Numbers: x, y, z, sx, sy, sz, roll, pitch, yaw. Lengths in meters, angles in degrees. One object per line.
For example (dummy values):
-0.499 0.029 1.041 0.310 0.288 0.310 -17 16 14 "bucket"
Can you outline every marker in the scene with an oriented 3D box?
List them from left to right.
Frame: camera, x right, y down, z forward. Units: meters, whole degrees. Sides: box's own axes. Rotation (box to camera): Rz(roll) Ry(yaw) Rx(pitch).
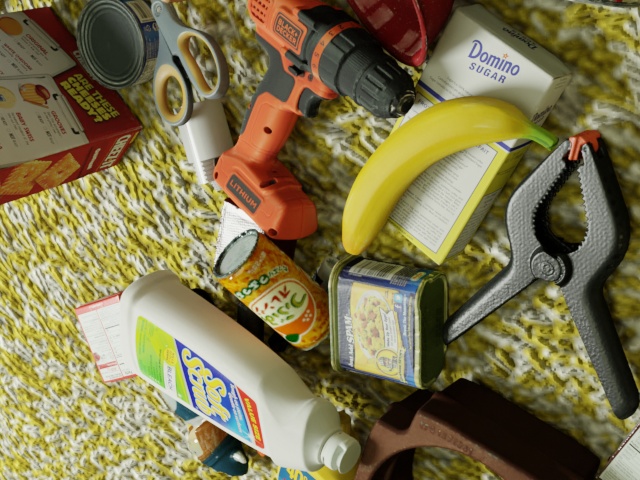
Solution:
-0.016 0.061 0.962 0.020 0.020 0.121 45 127 15 "marker"

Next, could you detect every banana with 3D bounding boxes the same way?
0.075 -0.054 0.781 0.198 0.037 0.069 -29 84 38 "banana"

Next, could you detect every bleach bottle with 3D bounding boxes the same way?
-0.069 0.121 0.926 0.251 0.067 0.103 27 127 33 "bleach bottle"

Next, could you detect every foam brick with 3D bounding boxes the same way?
-0.056 0.001 0.949 0.051 0.052 0.078 26 119 27 "foam brick"

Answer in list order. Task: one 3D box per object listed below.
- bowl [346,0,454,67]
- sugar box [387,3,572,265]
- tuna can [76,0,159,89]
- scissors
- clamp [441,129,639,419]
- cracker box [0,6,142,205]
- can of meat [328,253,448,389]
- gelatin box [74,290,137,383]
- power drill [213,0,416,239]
0.051 -0.207 0.761 0.162 0.055 0.162 57 173 10 "bowl"
0.105 -0.078 0.805 0.093 0.048 0.176 41 123 19 "sugar box"
-0.184 -0.185 0.988 0.086 0.033 0.086 14 114 32 "tuna can"
-0.143 -0.182 0.938 0.202 0.016 0.096 52 123 29 "scissors"
0.184 0.024 0.789 0.165 0.036 0.210 28 121 27 "clamp"
-0.298 -0.120 0.980 0.164 0.213 0.072 52 130 10 "cracker box"
0.057 0.067 0.887 0.084 0.057 0.102 10 113 31 "can of meat"
-0.209 0.100 1.114 0.073 0.030 0.089 -18 96 38 "gelatin box"
-0.012 -0.096 0.859 0.185 0.057 0.188 46 128 36 "power drill"
